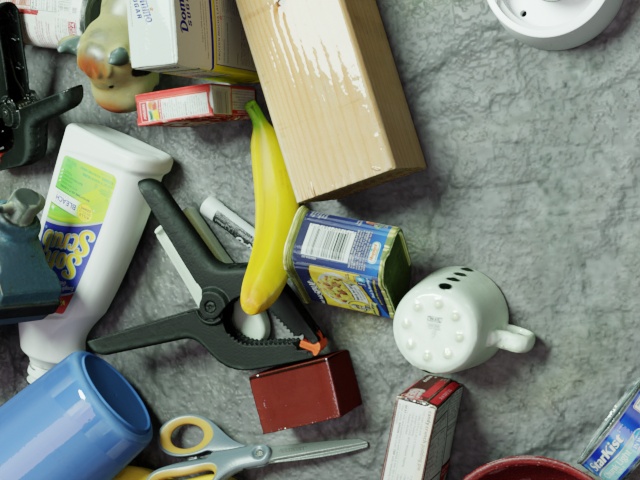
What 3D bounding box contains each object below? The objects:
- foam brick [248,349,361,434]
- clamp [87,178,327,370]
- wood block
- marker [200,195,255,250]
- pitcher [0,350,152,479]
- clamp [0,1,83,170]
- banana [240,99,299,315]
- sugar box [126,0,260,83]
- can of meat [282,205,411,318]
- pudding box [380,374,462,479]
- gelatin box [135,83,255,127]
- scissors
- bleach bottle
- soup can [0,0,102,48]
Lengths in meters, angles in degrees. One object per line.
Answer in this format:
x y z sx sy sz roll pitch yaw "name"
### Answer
-0.012 0.130 0.920 0.078 0.052 0.051 -17 87 23 "foam brick"
-0.092 0.044 0.922 0.210 0.036 0.164 14 100 12 "clamp"
0.005 -0.143 0.875 0.091 0.090 0.206 -18 87 23 "wood block"
-0.056 0.001 0.947 0.121 0.020 0.020 36 106 16 "marker"
-0.275 0.210 0.974 0.243 0.145 0.149 -40 60 4 "pitcher"
-0.268 -0.119 0.979 0.120 0.039 0.172 48 139 25 "clamp"
-0.045 -0.020 0.897 0.037 0.069 0.198 -23 56 33 "banana"
-0.098 -0.180 0.868 0.048 0.176 0.093 -3 93 22 "sugar box"
0.025 0.020 0.872 0.084 0.102 0.057 12 67 18 "can of meat"
0.079 0.172 0.865 0.039 0.090 0.113 11 98 20 "pudding box"
-0.105 -0.115 0.922 0.073 0.089 0.030 -5 93 22 "gelatin box"
-0.064 0.179 0.958 0.202 0.016 0.096 -20 49 1 "scissors"
-0.221 0.024 0.993 0.103 0.068 0.251 25 104 25 "bleach bottle"
-0.242 -0.211 0.983 0.102 0.068 0.068 11 97 21 "soup can"
